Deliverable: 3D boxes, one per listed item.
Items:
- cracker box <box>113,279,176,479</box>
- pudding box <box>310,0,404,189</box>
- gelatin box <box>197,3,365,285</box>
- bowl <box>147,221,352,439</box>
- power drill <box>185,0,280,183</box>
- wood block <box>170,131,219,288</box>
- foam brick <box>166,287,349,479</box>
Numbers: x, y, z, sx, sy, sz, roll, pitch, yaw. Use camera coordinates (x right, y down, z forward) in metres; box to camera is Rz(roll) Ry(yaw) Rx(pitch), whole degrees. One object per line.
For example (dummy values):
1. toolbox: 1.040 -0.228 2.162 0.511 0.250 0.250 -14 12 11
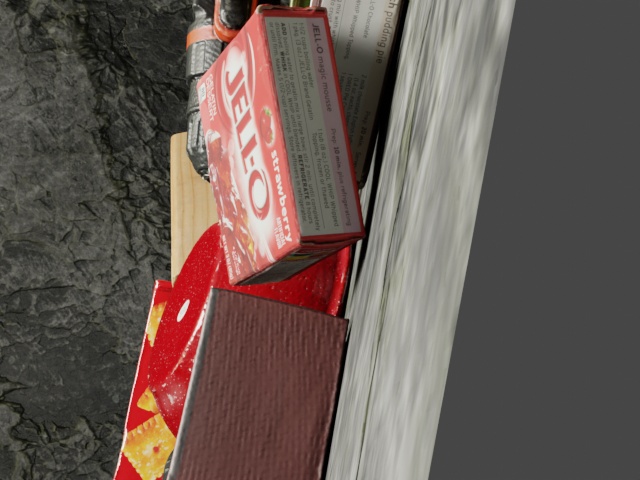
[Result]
1. cracker box: -0.109 0.152 0.851 0.164 0.072 0.213 73 -152 -77
2. pudding box: 0.013 -0.092 0.446 0.090 0.039 0.113 -81 0 -58
3. gelatin box: -0.018 -0.033 0.401 0.073 0.030 0.089 150 112 -63
4. bowl: -0.046 0.043 0.549 0.162 0.055 0.162 -56 21 33
5. power drill: -0.044 -0.136 0.544 0.188 0.057 0.184 119 155 -77
6. wood block: -0.056 0.001 0.753 0.206 0.090 0.091 -104 7 -59
7. foam brick: -0.022 0.065 0.388 0.053 0.051 0.078 96 -175 -71
